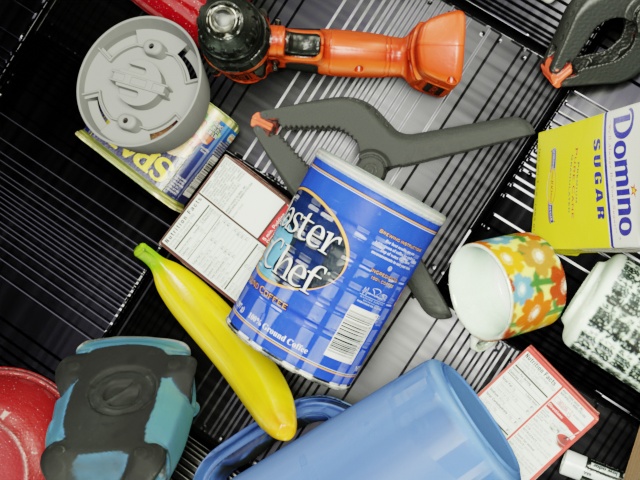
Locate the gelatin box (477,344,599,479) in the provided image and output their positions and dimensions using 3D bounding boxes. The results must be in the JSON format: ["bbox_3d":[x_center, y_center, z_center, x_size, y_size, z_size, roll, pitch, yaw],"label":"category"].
[{"bbox_3d":[0.150,0.133,0.794,0.089,0.030,0.073,-45,79,5],"label":"gelatin box"}]

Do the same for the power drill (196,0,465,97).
[{"bbox_3d":[0.007,-0.142,0.769,0.187,0.184,0.057,5,94,1],"label":"power drill"}]

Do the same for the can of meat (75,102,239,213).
[{"bbox_3d":[-0.126,-0.085,0.843,0.102,0.057,0.084,37,90,9],"label":"can of meat"}]

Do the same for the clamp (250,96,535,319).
[{"bbox_3d":[0.049,-0.059,0.820,0.210,0.036,0.164,31,91,7],"label":"clamp"}]

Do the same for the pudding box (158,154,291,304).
[{"bbox_3d":[-0.055,0.001,0.835,0.113,0.039,0.090,38,93,12],"label":"pudding box"}]

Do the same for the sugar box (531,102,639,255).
[{"bbox_3d":[0.196,-0.038,0.723,0.048,0.176,0.093,4,87,-8],"label":"sugar box"}]

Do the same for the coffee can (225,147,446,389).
[{"bbox_3d":[0.010,0.019,0.756,0.103,0.102,0.140,30,96,10],"label":"coffee can"}]

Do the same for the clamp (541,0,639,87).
[{"bbox_3d":[0.234,-0.178,0.776,0.171,0.039,0.120,-28,110,6],"label":"clamp"}]

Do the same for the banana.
[{"bbox_3d":[-0.073,0.081,0.808,0.198,0.069,0.037,46,103,26],"label":"banana"}]

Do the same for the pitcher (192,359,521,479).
[{"bbox_3d":[0.011,0.184,0.758,0.243,0.145,0.149,-36,89,10],"label":"pitcher"}]

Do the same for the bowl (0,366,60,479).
[{"bbox_3d":[-0.264,0.183,0.850,0.162,0.055,0.162,-1,86,10],"label":"bowl"}]
